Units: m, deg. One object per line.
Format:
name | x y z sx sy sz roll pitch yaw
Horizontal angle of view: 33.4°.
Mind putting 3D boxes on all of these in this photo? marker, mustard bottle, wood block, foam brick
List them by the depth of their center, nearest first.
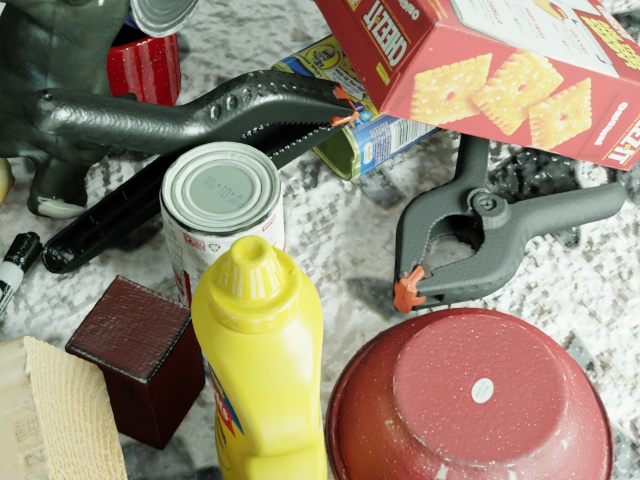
wood block | -0.201 0.124 0.488 0.206 0.090 0.090 -20 71 6
mustard bottle | -0.028 0.062 0.514 0.058 0.192 0.096 -11 53 -8
foam brick | -0.099 0.068 0.583 0.053 0.078 0.051 22 55 14
marker | -0.200 0.042 0.640 0.020 0.020 0.121 15 54 11

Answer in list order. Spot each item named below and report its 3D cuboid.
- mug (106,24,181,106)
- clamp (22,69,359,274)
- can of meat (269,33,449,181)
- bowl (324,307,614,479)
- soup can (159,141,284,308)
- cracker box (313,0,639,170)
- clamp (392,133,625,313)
mug | -0.146 -0.123 0.726 0.093 0.081 0.117 29 58 21
clamp | -0.074 -0.059 0.623 0.209 0.165 0.036 -22 66 -14
can of meat | 0.027 -0.098 0.722 0.083 0.057 0.102 -31 59 -20
bowl | 0.083 0.092 0.577 0.162 0.055 0.162 0 53 0
soup can | -0.054 0.001 0.618 0.068 0.102 0.068 0 52 0
cracker box | 0.104 -0.133 0.676 0.213 0.072 0.164 9 40 -35
clamp | 0.098 -0.023 0.675 0.171 0.039 0.120 -32 57 -27
